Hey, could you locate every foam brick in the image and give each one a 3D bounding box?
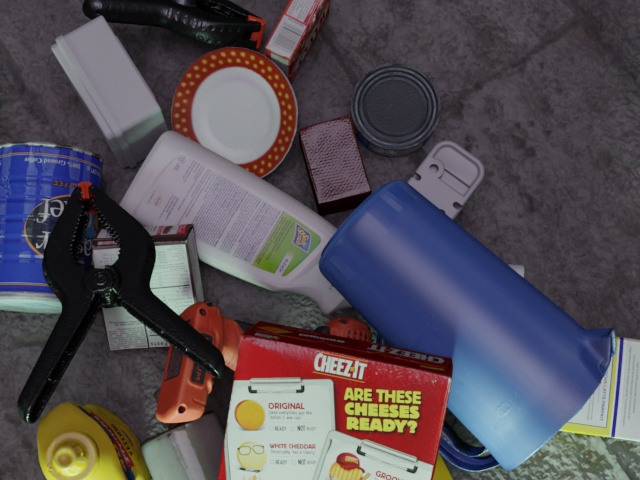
[{"bbox_3d":[0.013,-0.070,1.007,0.053,0.051,0.078,-14,80,-2],"label":"foam brick"}]

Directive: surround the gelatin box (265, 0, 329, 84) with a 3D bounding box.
[{"bbox_3d":[-0.020,-0.202,1.020,0.030,0.073,0.089,27,80,4],"label":"gelatin box"}]

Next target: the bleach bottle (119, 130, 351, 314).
[{"bbox_3d":[-0.056,0.001,0.989,0.251,0.068,0.102,31,95,1],"label":"bleach bottle"}]

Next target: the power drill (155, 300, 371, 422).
[{"bbox_3d":[-0.044,0.140,0.928,0.187,0.057,0.184,18,65,-24],"label":"power drill"}]

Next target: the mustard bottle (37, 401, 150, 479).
[{"bbox_3d":[-0.192,0.180,0.890,0.058,0.191,0.096,-33,81,-6],"label":"mustard bottle"}]

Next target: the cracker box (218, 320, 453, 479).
[{"bbox_3d":[0.006,0.184,0.839,0.164,0.072,0.214,11,99,7],"label":"cracker box"}]

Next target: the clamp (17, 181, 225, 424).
[{"bbox_3d":[-0.168,0.043,0.885,0.164,0.036,0.210,-6,61,-5],"label":"clamp"}]

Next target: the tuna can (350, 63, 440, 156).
[{"bbox_3d":[0.071,-0.124,1.025,0.086,0.034,0.086,0,80,0],"label":"tuna can"}]

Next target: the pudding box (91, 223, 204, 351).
[{"bbox_3d":[-0.154,0.044,0.964,0.090,0.039,0.113,-4,118,2],"label":"pudding box"}]

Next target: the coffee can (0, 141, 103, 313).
[{"bbox_3d":[-0.253,-0.009,0.970,0.103,0.103,0.140,2,79,0],"label":"coffee can"}]

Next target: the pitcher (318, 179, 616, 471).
[{"bbox_3d":[0.111,0.072,0.901,0.243,0.145,0.149,43,75,9],"label":"pitcher"}]

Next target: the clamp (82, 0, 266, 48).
[{"bbox_3d":[-0.139,-0.227,1.029,0.171,0.039,0.120,13,38,-15],"label":"clamp"}]
